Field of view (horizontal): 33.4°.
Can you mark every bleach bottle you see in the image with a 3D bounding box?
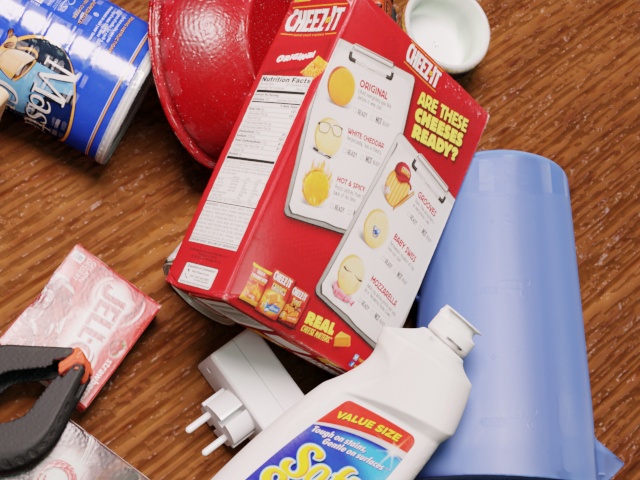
[{"bbox_3d":[0.002,0.138,0.676,0.102,0.068,0.251,41,92,9],"label":"bleach bottle"}]

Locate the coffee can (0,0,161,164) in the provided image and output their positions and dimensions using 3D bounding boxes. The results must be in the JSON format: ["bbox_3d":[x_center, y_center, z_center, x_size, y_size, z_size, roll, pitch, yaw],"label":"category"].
[{"bbox_3d":[-0.187,-0.129,0.729,0.140,0.103,0.102,28,68,-9],"label":"coffee can"}]

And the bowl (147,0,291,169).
[{"bbox_3d":[-0.054,-0.131,0.746,0.055,0.162,0.162,-4,71,25],"label":"bowl"}]

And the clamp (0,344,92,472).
[{"bbox_3d":[-0.217,0.126,0.656,0.171,0.039,0.120,-22,73,-6],"label":"clamp"}]

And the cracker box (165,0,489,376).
[{"bbox_3d":[0.010,-0.032,0.710,0.164,0.072,0.213,34,74,-43],"label":"cracker box"}]

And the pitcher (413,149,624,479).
[{"bbox_3d":[0.117,0.063,0.767,0.149,0.145,0.243,19,63,-38],"label":"pitcher"}]

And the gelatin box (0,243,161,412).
[{"bbox_3d":[-0.163,0.059,0.722,0.073,0.030,0.089,38,67,-5],"label":"gelatin box"}]

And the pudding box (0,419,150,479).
[{"bbox_3d":[-0.171,0.178,0.680,0.090,0.039,0.113,38,66,-3],"label":"pudding box"}]
